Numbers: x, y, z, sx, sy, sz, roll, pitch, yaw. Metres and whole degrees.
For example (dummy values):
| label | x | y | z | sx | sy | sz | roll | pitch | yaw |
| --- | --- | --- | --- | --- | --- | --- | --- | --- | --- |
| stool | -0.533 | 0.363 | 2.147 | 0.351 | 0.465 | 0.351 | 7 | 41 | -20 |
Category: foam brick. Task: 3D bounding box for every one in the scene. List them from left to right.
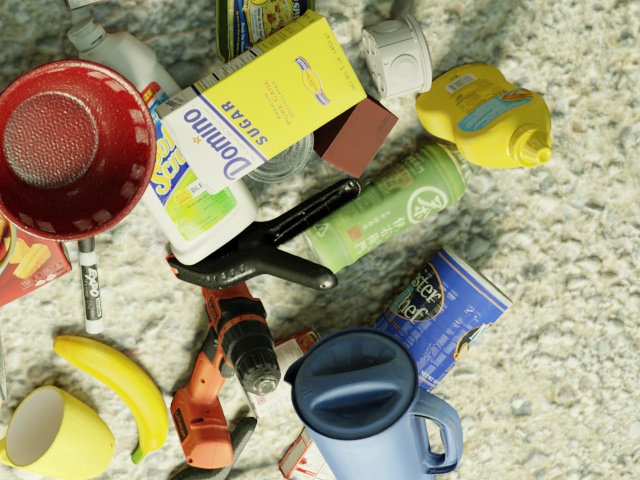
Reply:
| label | x | y | z | sx | sy | sz | roll | pitch | yaw |
| --- | --- | --- | --- | --- | --- | --- | --- | --- | --- |
| foam brick | 0.032 | -0.114 | 1.100 | 0.053 | 0.051 | 0.078 | 29 | 102 | -31 |

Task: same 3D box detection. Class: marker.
| label | x | y | z | sx | sy | sz | roll | pitch | yaw |
| --- | --- | --- | --- | --- | --- | --- | --- | --- | --- |
| marker | -0.235 | 0.038 | 1.087 | 0.020 | 0.020 | 0.121 | -9 | 118 | -18 |

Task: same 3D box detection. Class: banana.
| label | x | y | z | sx | sy | sz | roll | pitch | yaw |
| --- | --- | --- | --- | --- | --- | --- | --- | --- | --- |
| banana | -0.212 | 0.166 | 1.149 | 0.069 | 0.037 | 0.197 | -29 | 122 | -7 |

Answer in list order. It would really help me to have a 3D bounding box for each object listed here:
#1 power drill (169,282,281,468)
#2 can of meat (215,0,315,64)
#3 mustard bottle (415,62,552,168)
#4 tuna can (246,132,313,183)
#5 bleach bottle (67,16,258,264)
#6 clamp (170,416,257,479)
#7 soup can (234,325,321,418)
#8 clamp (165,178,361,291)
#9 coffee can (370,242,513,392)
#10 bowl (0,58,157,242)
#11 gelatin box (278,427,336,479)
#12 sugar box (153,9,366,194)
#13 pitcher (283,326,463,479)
| label | x | y | z | sx | sy | sz | roll | pitch | yaw |
| --- | --- | --- | --- | --- | --- | --- | --- | --- | --- |
| power drill | -0.099 | 0.145 | 1.109 | 0.057 | 0.184 | 0.188 | 7 | 121 | -24 |
| can of meat | -0.053 | -0.217 | 1.013 | 0.083 | 0.057 | 0.102 | -6 | 117 | -17 |
| mustard bottle | 0.176 | -0.119 | 1.072 | 0.096 | 0.192 | 0.058 | -28 | 122 | -7 |
| tuna can | -0.051 | -0.102 | 1.083 | 0.086 | 0.034 | 0.086 | -9 | 118 | -18 |
| bleach bottle | -0.163 | -0.099 | 1.025 | 0.102 | 0.068 | 0.250 | -35 | 120 | -2 |
| clamp | -0.120 | 0.277 | 1.235 | 0.171 | 0.039 | 0.120 | -21 | 102 | -3 |
| soup can | -0.040 | 0.148 | 1.190 | 0.102 | 0.068 | 0.068 | -25 | 121 | -9 |
| clamp | -0.057 | 0.001 | 1.084 | 0.210 | 0.164 | 0.036 | -8 | 125 | 27 |
| coffee can | 0.133 | 0.088 | 1.209 | 0.102 | 0.103 | 0.140 | 38 | 97 | -32 |
| bowl | -0.229 | -0.083 | 0.944 | 0.161 | 0.055 | 0.162 | -12 | 112 | -31 |
| gelatin box | 0.003 | 0.256 | 1.284 | 0.073 | 0.030 | 0.089 | 27 | 103 | -31 |
| sugar box | -0.055 | -0.128 | 0.991 | 0.176 | 0.048 | 0.093 | -35 | 118 | -5 |
| pitcher | 0.067 | 0.215 | 1.161 | 0.145 | 0.149 | 0.243 | -27 | 140 | -6 |
